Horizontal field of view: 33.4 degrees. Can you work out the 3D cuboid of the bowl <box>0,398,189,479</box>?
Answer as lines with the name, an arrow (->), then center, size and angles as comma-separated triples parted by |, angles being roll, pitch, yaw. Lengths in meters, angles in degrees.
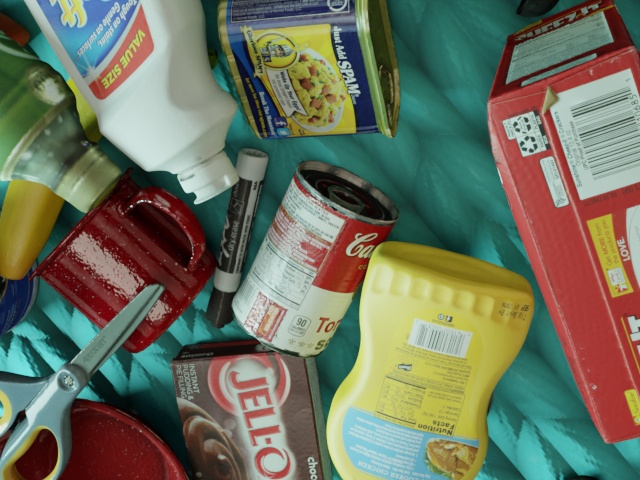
bowl -> -0.155, 0.171, 0.735 | 0.162, 0.055, 0.162 | 3, 108, 10

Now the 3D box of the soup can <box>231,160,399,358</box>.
soup can -> -0.005, 0.012, 0.650 | 0.068, 0.068, 0.102 | 28, 111, 1

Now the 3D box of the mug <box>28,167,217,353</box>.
mug -> -0.112, 0.010, 0.654 | 0.081, 0.093, 0.117 | 43, 131, -10

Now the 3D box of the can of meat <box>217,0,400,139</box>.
can of meat -> -0.004, -0.104, 0.604 | 0.084, 0.057, 0.102 | -3, 137, 14

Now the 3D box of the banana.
banana -> -0.146, -0.064, 0.655 | 0.198, 0.070, 0.037 | -46, 138, 16

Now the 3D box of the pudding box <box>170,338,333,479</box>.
pudding box -> -0.043, 0.121, 0.707 | 0.090, 0.039, 0.113 | -6, 106, 12

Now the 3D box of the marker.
marker -> -0.055, 0.001, 0.681 | 0.020, 0.020, 0.121 | 15, 110, 5

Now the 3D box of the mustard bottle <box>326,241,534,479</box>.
mustard bottle -> 0.055, 0.101, 0.634 | 0.096, 0.058, 0.192 | 14, 109, 1

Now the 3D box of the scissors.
scissors -> -0.170, 0.078, 0.655 | 0.096, 0.016, 0.202 | 32, 119, 5

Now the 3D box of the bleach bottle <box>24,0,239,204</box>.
bleach bottle -> -0.108, -0.139, 0.574 | 0.103, 0.068, 0.251 | -23, 101, 24
